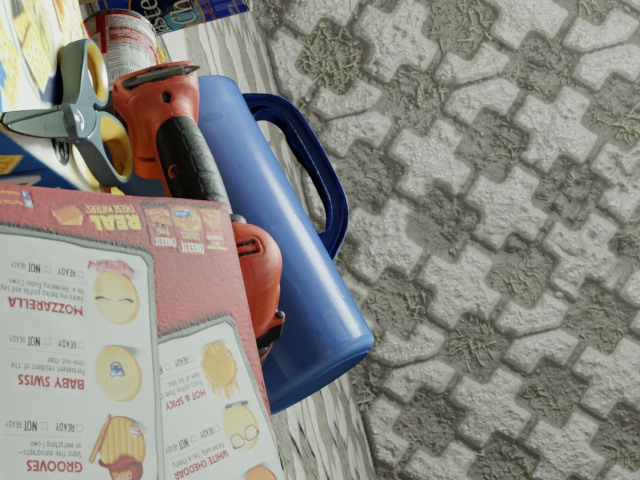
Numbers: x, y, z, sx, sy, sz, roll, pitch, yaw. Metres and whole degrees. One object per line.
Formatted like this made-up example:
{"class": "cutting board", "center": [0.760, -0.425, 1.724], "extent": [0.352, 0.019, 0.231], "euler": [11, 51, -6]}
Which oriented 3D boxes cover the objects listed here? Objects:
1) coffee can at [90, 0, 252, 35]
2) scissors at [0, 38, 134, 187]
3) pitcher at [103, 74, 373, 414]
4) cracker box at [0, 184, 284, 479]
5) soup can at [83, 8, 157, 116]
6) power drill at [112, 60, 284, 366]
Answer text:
{"class": "coffee can", "center": [-0.147, -0.253, 1.031], "extent": [0.103, 0.140, 0.103], "euler": [-14, 90, -85]}
{"class": "scissors", "center": [-0.135, -0.079, 0.562], "extent": [0.201, 0.016, 0.096], "euler": [56, 21, -80]}
{"class": "pitcher", "center": [-0.055, 0.001, 0.815], "extent": [0.243, 0.149, 0.144], "euler": [58, 19, 12]}
{"class": "cracker box", "center": [-0.104, 0.086, 0.503], "extent": [0.163, 0.072, 0.214], "euler": [3, 70, -48]}
{"class": "soup can", "center": [-0.166, -0.132, 0.877], "extent": [0.068, 0.068, 0.102], "euler": [70, 8, -51]}
{"class": "power drill", "center": [-0.078, -0.006, 0.689], "extent": [0.184, 0.057, 0.188], "euler": [106, -38, -59]}
